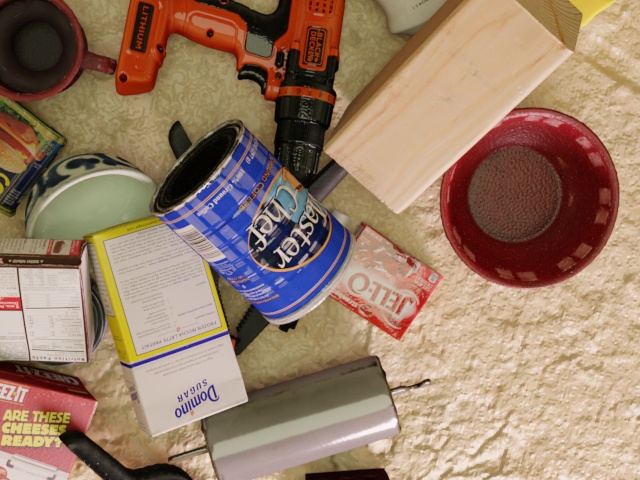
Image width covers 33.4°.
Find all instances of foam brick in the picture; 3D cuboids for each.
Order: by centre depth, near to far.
[{"bbox_3d":[0.025,0.244,0.983,0.078,0.053,0.051,-3,97,-5],"label":"foam brick"}]

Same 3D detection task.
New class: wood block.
[{"bbox_3d":[0.106,-0.130,0.877,0.090,0.090,0.206,40,125,-8],"label":"wood block"}]

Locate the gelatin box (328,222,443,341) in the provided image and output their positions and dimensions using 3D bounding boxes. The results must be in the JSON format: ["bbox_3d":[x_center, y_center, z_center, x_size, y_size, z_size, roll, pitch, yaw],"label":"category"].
[{"bbox_3d":[0.055,0.038,0.972,0.089,0.030,0.073,34,93,-7],"label":"gelatin box"}]

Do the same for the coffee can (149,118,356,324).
[{"bbox_3d":[-0.054,-0.014,0.871,0.103,0.103,0.140,-45,113,1],"label":"coffee can"}]

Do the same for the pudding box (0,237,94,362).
[{"bbox_3d":[-0.237,0.051,0.888,0.090,0.039,0.113,1,130,-6],"label":"pudding box"}]

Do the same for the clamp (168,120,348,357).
[{"bbox_3d":[-0.056,0.001,0.956,0.164,0.036,0.210,2,95,-4],"label":"clamp"}]

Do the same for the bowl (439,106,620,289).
[{"bbox_3d":[0.182,-0.039,0.960,0.162,0.055,0.162,-1,97,-5],"label":"bowl"}]

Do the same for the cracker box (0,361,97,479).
[{"bbox_3d":[-0.310,0.207,0.918,0.164,0.072,0.214,19,95,-32],"label":"cracker box"}]

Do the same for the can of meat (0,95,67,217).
[{"bbox_3d":[-0.282,-0.084,0.918,0.102,0.057,0.084,38,90,-8],"label":"can of meat"}]

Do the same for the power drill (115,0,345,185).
[{"bbox_3d":[-0.077,-0.146,0.915,0.187,0.057,0.184,9,82,-8],"label":"power drill"}]

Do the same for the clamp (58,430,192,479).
[{"bbox_3d":[-0.169,0.223,0.943,0.171,0.039,0.120,3,109,-31],"label":"clamp"}]

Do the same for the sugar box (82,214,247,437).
[{"bbox_3d":[-0.131,0.067,0.908,0.093,0.048,0.176,-17,99,-23],"label":"sugar box"}]

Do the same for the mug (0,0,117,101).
[{"bbox_3d":[-0.229,-0.161,0.900,0.117,0.081,0.093,11,96,-6],"label":"mug"}]
